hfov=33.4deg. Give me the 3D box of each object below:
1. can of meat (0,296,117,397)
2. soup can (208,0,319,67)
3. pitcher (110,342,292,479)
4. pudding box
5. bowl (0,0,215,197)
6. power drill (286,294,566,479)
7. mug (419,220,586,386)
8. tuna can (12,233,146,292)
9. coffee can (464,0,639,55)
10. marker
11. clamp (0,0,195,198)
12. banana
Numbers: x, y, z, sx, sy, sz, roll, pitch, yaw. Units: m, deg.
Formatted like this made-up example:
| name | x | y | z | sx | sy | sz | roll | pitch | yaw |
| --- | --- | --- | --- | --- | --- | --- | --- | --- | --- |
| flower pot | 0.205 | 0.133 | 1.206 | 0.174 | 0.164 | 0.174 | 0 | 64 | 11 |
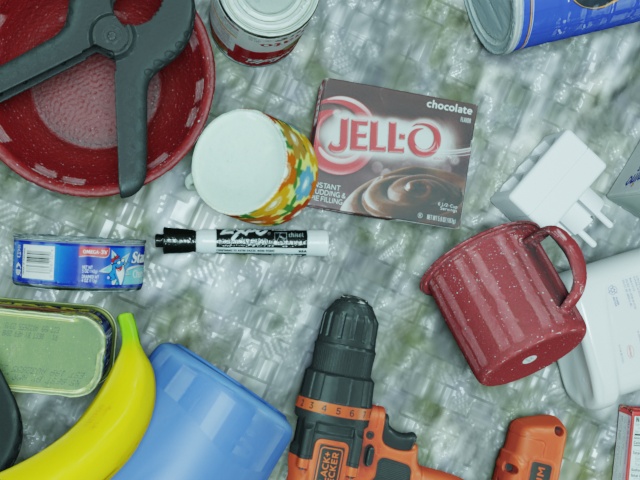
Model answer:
| name | x | y | z | sx | sy | sz | roll | pitch | yaw |
| --- | --- | --- | --- | --- | --- | --- | --- | --- | --- |
| can of meat | -0.187 | 0.069 | 0.696 | 0.102 | 0.084 | 0.057 | 6 | 88 | -8 |
| soup can | -0.039 | -0.158 | 0.710 | 0.068 | 0.102 | 0.068 | 0 | 89 | -8 |
| pitcher | -0.118 | 0.197 | 0.687 | 0.145 | 0.149 | 0.242 | 31 | 79 | 14 |
| pudding box | 0.048 | -0.060 | 0.752 | 0.113 | 0.039 | 0.090 | 9 | 88 | -7 |
| bowl | -0.152 | -0.108 | 0.717 | 0.162 | 0.055 | 0.162 | 0 | 89 | -8 |
| power drill | 0.072 | 0.143 | 0.747 | 0.187 | 0.057 | 0.184 | 12 | 88 | -6 |
| mug | 0.133 | 0.039 | 0.714 | 0.093 | 0.117 | 0.081 | -1 | 57 | -43 |
| tuna can | -0.158 | 0.014 | 0.700 | 0.086 | 0.086 | 0.034 | 3 | 91 | -8 |
| coffee can | 0.179 | -0.194 | 0.739 | 0.140 | 0.103 | 0.103 | -14 | 91 | -8 |
| marker | -0.055 | 0.001 | 0.748 | 0.121 | 0.020 | 0.020 | 1 | 89 | -7 |
| clamp | -0.141 | -0.125 | 0.672 | 0.120 | 0.039 | 0.171 | 22 | 85 | -12 |
| banana | -0.156 | 0.123 | 0.599 | 0.070 | 0.037 | 0.197 | 40 | 52 | 12 |
